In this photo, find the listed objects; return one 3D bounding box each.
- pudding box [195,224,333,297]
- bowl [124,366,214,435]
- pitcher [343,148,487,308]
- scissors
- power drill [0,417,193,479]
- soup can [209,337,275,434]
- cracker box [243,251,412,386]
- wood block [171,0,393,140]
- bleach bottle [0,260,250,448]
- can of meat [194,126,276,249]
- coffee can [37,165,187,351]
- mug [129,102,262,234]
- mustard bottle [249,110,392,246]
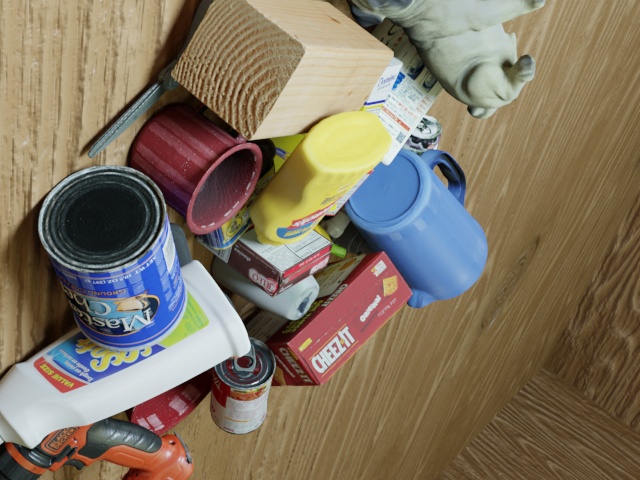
[{"bbox_3d":[-0.057,0.001,1.106,0.089,0.114,0.039,-29,148,-47],"label":"pudding box"},{"bbox_3d":[-0.166,0.139,1.172,0.162,0.055,0.162,-44,157,-24],"label":"bowl"},{"bbox_3d":[0.118,-0.031,1.314,0.145,0.149,0.242,-27,153,10],"label":"pitcher"},{"bbox_3d":[-0.117,-0.151,0.874,0.201,0.016,0.096,-42,159,-31],"label":"scissors"},{"bbox_3d":[-0.233,0.226,1.070,0.184,0.057,0.187,-46,133,5],"label":"power drill"},{"bbox_3d":[-0.089,0.165,1.201,0.068,0.068,0.102,-39,156,-33],"label":"soup can"},{"bbox_3d":[-0.011,0.099,1.273,0.164,0.072,0.214,-43,-167,-25],"label":"cracker box"},{"bbox_3d":[-0.025,-0.153,0.925,0.090,0.091,0.205,-56,166,21],"label":"wood block"},{"bbox_3d":[-0.195,0.120,0.969,0.250,0.103,0.068,-31,147,-14],"label":"bleach bottle"},{"bbox_3d":[-0.088,-0.050,1.042,0.102,0.057,0.084,-47,160,-19],"label":"can of meat"},{"bbox_3d":[-0.172,0.018,0.903,0.102,0.103,0.140,-44,157,-23],"label":"coffee can"},{"bbox_3d":[-0.105,-0.076,0.929,0.117,0.082,0.093,-56,159,8],"label":"mug"},{"bbox_3d":[-0.015,-0.045,0.995,0.096,0.058,0.192,-29,170,-37],"label":"mustard bottle"}]
